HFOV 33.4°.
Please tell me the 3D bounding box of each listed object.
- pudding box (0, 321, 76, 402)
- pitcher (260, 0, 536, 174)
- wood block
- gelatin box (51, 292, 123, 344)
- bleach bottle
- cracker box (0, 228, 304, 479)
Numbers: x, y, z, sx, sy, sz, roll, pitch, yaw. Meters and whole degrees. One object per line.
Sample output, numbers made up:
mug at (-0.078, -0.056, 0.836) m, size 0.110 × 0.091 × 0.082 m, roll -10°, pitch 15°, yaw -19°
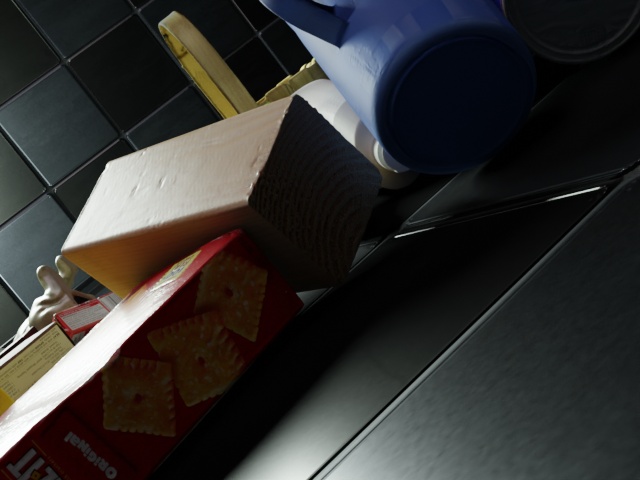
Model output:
pudding box at (-0.258, 0.119, 0.869) m, size 0.113 × 0.039 × 0.090 m, roll -45°, pitch 9°, yaw -33°
pitcher at (0.044, -0.150, 0.739) m, size 0.149 × 0.145 × 0.243 m, roll -27°, pitch 37°, yaw 2°
wood block at (-0.071, -0.017, 0.726) m, size 0.207 × 0.090 × 0.090 m, roll -12°, pitch 47°, yaw 45°
gelatin box at (-0.214, 0.089, 0.995) m, size 0.089 × 0.030 × 0.073 m, roll -23°, pitch -34°, yaw -45°
bleach bottle at (0.033, -0.079, 0.875) m, size 0.068 × 0.102 × 0.251 m, roll -36°, pitch 16°, yaw -5°
cracker box at (-0.130, 0.097, 0.636) m, size 0.213 × 0.072 × 0.164 m, roll -45°, pitch 11°, yaw -37°
